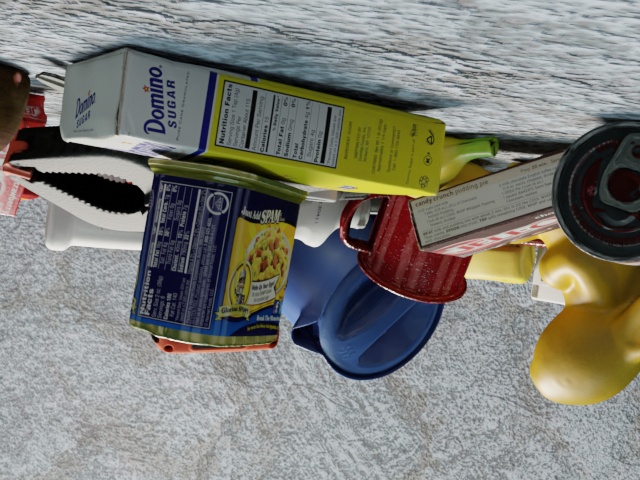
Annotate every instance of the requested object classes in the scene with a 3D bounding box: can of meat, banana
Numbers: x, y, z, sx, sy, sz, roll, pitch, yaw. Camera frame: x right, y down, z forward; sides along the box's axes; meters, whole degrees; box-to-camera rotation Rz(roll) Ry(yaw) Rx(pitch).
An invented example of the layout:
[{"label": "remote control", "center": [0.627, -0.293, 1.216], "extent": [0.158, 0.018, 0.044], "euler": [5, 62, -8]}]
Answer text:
[{"label": "can of meat", "center": [-0.051, 0.008, 0.542], "extent": [0.057, 0.084, 0.102], "euler": [9, 179, 20]}, {"label": "banana", "center": [0.084, -0.045, 0.726], "extent": [0.070, 0.037, 0.197], "euler": [7, 180, 9]}]

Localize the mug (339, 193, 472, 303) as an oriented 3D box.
[{"label": "mug", "center": [0.073, -0.012, 0.839], "extent": [0.117, 0.082, 0.093], "euler": [10, -152, -12]}]

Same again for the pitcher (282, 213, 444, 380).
[{"label": "pitcher", "center": [0.007, 0.015, 1.016], "extent": [0.149, 0.145, 0.243], "euler": [29, -174, -40]}]

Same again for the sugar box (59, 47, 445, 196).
[{"label": "sugar box", "center": [-0.034, -0.055, 0.540], "extent": [0.175, 0.048, 0.093], "euler": [6, -179, -29]}]

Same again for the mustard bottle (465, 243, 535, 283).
[{"label": "mustard bottle", "center": [0.119, 0.008, 1.092], "extent": [0.192, 0.058, 0.096], "euler": [3, -163, 18]}]

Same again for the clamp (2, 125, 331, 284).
[{"label": "clamp", "center": [-0.088, -0.034, 0.668], "extent": [0.209, 0.036, 0.165], "euler": [18, 146, -17]}]

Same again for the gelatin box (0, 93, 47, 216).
[{"label": "gelatin box", "center": [-0.223, -0.059, 0.687], "extent": [0.073, 0.089, 0.030], "euler": [8, -137, -28]}]

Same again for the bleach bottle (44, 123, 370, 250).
[{"label": "bleach bottle", "center": [-0.084, -0.031, 0.842], "extent": [0.250, 0.102, 0.068], "euler": [7, -166, -17]}]

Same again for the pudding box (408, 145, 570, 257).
[{"label": "pudding box", "center": [0.123, -0.022, 0.682], "extent": [0.114, 0.039, 0.089], "euler": [-20, 169, 22]}]
